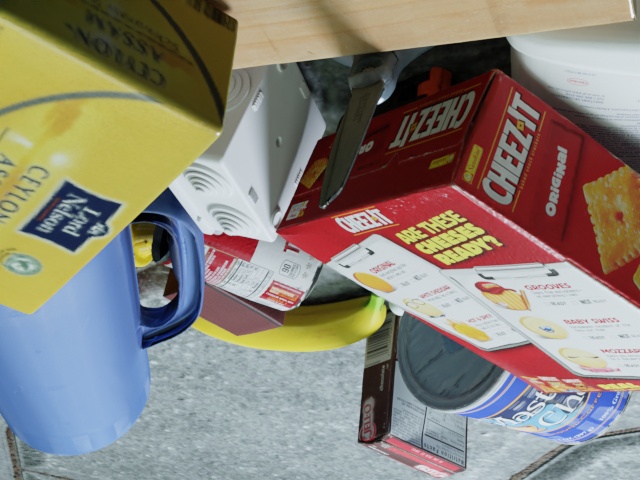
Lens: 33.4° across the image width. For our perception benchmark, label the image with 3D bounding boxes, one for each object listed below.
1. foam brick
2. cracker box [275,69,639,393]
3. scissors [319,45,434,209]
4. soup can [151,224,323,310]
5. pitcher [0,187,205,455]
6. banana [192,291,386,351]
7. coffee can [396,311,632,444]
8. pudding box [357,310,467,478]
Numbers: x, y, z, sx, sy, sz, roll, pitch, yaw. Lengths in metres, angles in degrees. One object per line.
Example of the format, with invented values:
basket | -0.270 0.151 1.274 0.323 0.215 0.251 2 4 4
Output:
foam brick | -0.068 0.031 0.801 0.078 0.053 0.051 33 144 -34
cracker box | 0.110 0.008 0.566 0.213 0.072 0.164 31 158 -23
scissors | 0.040 -0.077 0.449 0.096 0.202 0.016 -21 119 9
soup can | -0.055 0.001 0.726 0.102 0.068 0.069 23 150 -22
pitcher | -0.164 0.038 0.676 0.149 0.144 0.243 37 151 24
banana | -0.025 0.062 0.866 0.198 0.037 0.069 -7 130 27
coffee can | 0.138 0.081 0.745 0.140 0.103 0.103 21 152 -39
pudding box | 0.077 0.123 0.855 0.090 0.113 0.039 30 143 -32
